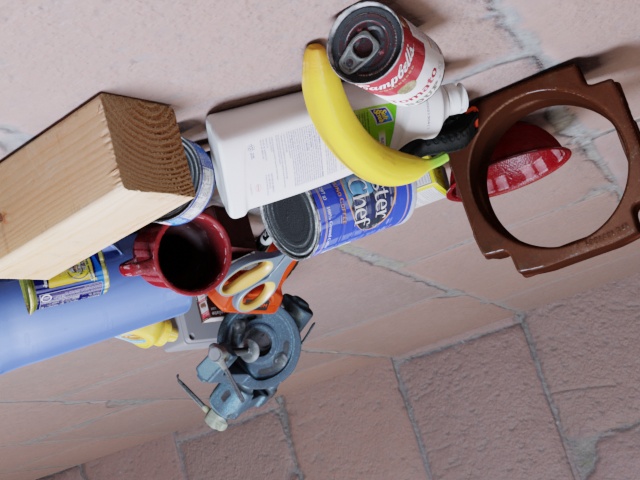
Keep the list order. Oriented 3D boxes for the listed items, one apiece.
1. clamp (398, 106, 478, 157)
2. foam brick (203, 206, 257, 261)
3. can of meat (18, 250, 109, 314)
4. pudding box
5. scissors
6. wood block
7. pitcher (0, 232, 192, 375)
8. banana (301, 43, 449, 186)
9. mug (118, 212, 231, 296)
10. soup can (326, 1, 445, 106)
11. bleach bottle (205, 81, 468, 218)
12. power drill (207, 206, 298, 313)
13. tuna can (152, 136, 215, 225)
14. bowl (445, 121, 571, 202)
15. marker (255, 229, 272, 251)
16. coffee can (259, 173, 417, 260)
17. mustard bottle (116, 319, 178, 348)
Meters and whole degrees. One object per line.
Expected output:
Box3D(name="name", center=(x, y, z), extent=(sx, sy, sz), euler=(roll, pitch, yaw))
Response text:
Box3D(name="clamp", center=(0.100, -0.103, 1.110), extent=(0.171, 0.120, 0.039), euler=(-16, 127, -17))
Box3D(name="foam brick", center=(-0.123, -0.005, 1.303), extent=(0.051, 0.053, 0.078), euler=(-23, 164, 25))
Box3D(name="can of meat", center=(-0.275, 0.017, 1.115), extent=(0.083, 0.102, 0.058), euler=(-13, 165, -22))
Box3D(name="pudding box", center=(-0.121, 0.063, 1.494), extent=(0.113, 0.090, 0.039), euler=(-8, 164, -30))
Box3D(name="scissors", center=(-0.032, 0.023, 1.241), extent=(0.201, 0.016, 0.096), euler=(-24, 144, -19))
Box3D(name="wood block", center=(-0.222, -0.043, 0.962), extent=(0.206, 0.091, 0.090), euler=(-25, 163, 33))
Box3D(name="pitcher", center=(-0.277, 0.055, 1.236), extent=(0.242, 0.145, 0.149), euler=(-15, 179, -23))
Box3D(name="banana", center=(0.036, -0.100, 0.971), extent=(0.197, 0.069, 0.037), euler=(35, 177, -39))
Box3D(name="mug", center=(-0.168, 0.018, 1.182), extent=(0.117, 0.093, 0.082), euler=(-21, -169, -30))
Box3D(name="soup can", center=(0.057, -0.155, 0.901), extent=(0.069, 0.068, 0.102), euler=(-23, 166, 23))
Box3D(name="bleach bottle", center=(0.021, -0.102, 1.025), extent=(0.250, 0.068, 0.102), euler=(-15, 130, -11))
Box3D(name="power drill", center=(-0.058, 0.002, 1.255), extent=(0.184, 0.057, 0.188), euler=(9, 125, -49))
Box3D(name="tuna can", center=(-0.143, -0.058, 1.007), extent=(0.086, 0.086, 0.033), euler=(-21, 167, 18))
Box3D(name="bowl", center=(0.225, -0.103, 1.321), extent=(0.162, 0.055, 0.162), euler=(-16, 166, -4))
Box3D(name="marker", center=(-0.064, -0.011, 1.420), extent=(0.020, 0.020, 0.121), euler=(-11, 165, -24))
Box3D(name="coffee can", center=(0.019, -0.047, 1.154), extent=(0.140, 0.103, 0.103), euler=(-20, 170, -34))
Box3D(name="mustard bottle", center=(-0.267, 0.103, 1.410), extent=(0.191, 0.058, 0.096), euler=(24, 164, -40))
